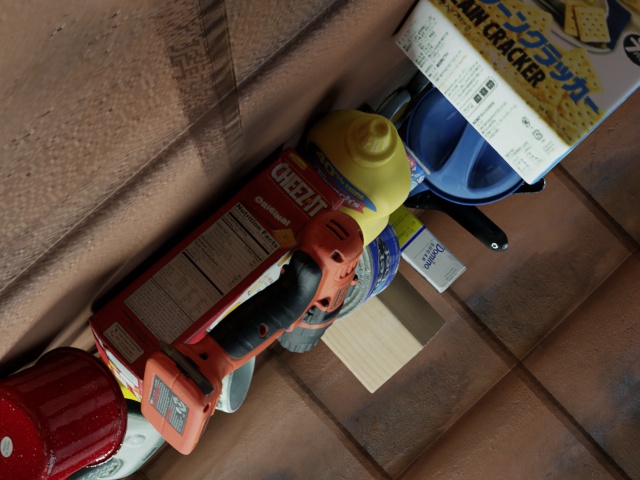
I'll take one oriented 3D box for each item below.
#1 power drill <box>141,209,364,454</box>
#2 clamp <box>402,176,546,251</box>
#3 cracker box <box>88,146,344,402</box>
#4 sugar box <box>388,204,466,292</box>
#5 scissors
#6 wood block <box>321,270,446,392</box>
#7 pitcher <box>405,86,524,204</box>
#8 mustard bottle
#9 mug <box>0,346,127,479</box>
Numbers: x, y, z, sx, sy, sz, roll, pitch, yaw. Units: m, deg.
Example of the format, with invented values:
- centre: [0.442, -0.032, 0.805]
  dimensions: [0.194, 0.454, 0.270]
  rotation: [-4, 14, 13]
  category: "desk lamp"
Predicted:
- centre: [-0.051, 0.075, 0.810]
  dimensions: [0.187, 0.057, 0.185]
  rotation: [-41, 163, -30]
  category: "power drill"
- centre: [0.143, -0.053, 1.225]
  dimensions: [0.164, 0.210, 0.036]
  rotation: [-57, 156, -54]
  category: "clamp"
- centre: [-0.089, 0.034, 0.884]
  dimensions: [0.213, 0.072, 0.164]
  rotation: [-42, 174, -16]
  category: "cracker box"
- centre: [0.082, -0.016, 1.173]
  dimensions: [0.048, 0.176, 0.093]
  rotation: [-43, 175, 1]
  category: "sugar box"
- centre: [0.071, -0.121, 1.128]
  dimensions: [0.096, 0.016, 0.202]
  rotation: [-42, 174, -34]
  category: "scissors"
- centre: [0.030, 0.055, 1.193]
  dimensions: [0.090, 0.206, 0.090]
  rotation: [-46, 174, 27]
  category: "wood block"
- centre: [0.167, -0.126, 1.174]
  dimensions: [0.242, 0.149, 0.145]
  rotation: [-51, 148, -69]
  category: "pitcher"
- centre: [0.028, -0.058, 0.885]
  dimensions: [0.058, 0.096, 0.192]
  rotation: [-41, 174, -18]
  category: "mustard bottle"
- centre: [-0.208, 0.131, 0.760]
  dimensions: [0.117, 0.093, 0.081]
  rotation: [-5, -172, 27]
  category: "mug"
